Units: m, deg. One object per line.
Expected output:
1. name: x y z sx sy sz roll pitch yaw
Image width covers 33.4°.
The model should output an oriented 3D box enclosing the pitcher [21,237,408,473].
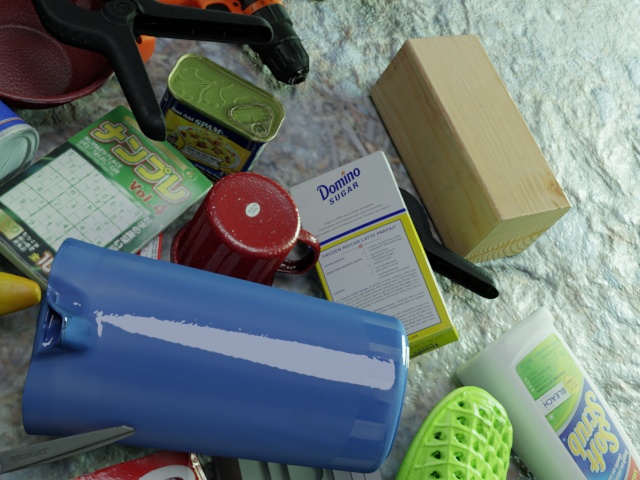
1. pitcher: -0.070 0.085 0.730 0.242 0.145 0.149 11 33 -3

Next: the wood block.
1. wood block: 0.140 -0.090 1.032 0.090 0.090 0.206 -10 65 -32

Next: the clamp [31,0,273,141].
1. clamp: -0.164 -0.170 0.872 0.210 0.036 0.164 27 51 6

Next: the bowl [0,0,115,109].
1. bowl: -0.251 -0.166 0.906 0.162 0.055 0.162 12 55 -18

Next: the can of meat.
1. can of meat: -0.094 -0.100 0.923 0.102 0.084 0.057 28 50 -8

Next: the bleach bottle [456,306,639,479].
1. bleach bottle: 0.229 0.185 0.913 0.102 0.068 0.251 -29 77 -37

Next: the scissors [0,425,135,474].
1. scissors: -0.226 0.128 0.663 0.202 0.016 0.096 -29 104 3

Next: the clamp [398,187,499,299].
1. clamp: 0.084 0.006 0.971 0.120 0.039 0.171 -12 66 -29

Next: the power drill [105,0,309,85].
1. power drill: -0.117 -0.209 1.005 0.187 0.057 0.184 -19 68 -37

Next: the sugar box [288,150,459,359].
1. sugar box: 0.043 0.019 0.913 0.093 0.048 0.176 -22 63 7

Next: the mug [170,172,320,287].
1. mug: -0.056 0.001 0.877 0.117 0.082 0.093 16 53 -16
